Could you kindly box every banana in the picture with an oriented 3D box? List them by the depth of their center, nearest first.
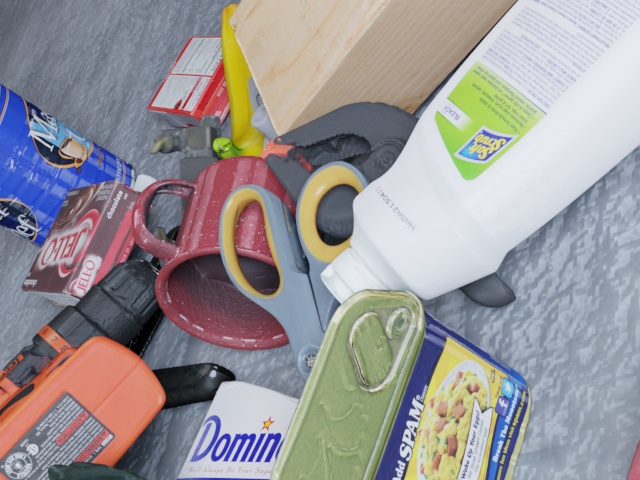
[{"bbox_3d":[-0.049,-0.094,0.741,0.037,0.069,0.198,-11,38,4],"label":"banana"}]

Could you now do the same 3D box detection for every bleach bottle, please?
[{"bbox_3d":[0.097,-0.063,0.485,0.251,0.068,0.103,-43,37,5],"label":"bleach bottle"}]

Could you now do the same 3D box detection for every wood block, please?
[{"bbox_3d":[0.045,-0.151,0.566,0.206,0.090,0.090,-47,59,47],"label":"wood block"}]

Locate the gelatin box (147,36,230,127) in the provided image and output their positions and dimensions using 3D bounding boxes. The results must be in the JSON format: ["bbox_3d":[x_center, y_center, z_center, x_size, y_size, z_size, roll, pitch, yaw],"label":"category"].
[{"bbox_3d":[-0.093,-0.126,0.857,0.089,0.030,0.073,16,75,56],"label":"gelatin box"}]

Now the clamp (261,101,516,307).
[{"bbox_3d":[0.049,-0.042,0.558,0.172,0.039,0.120,21,70,34],"label":"clamp"}]

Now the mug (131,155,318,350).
[{"bbox_3d":[-0.054,0.001,0.624,0.093,0.117,0.081,126,159,-46],"label":"mug"}]

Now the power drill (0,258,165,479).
[{"bbox_3d":[-0.144,0.086,0.615,0.184,0.057,0.188,-50,14,-12],"label":"power drill"}]

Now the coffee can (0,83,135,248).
[{"bbox_3d":[-0.241,-0.055,0.887,0.103,0.140,0.103,-33,39,32],"label":"coffee can"}]

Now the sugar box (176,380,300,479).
[{"bbox_3d":[-0.048,0.161,0.537,0.094,0.048,0.176,3,67,51],"label":"sugar box"}]

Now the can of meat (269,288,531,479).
[{"bbox_3d":[0.038,0.084,0.455,0.058,0.083,0.102,-2,61,52],"label":"can of meat"}]

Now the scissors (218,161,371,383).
[{"bbox_3d":[0.011,0.043,0.513,0.096,0.016,0.202,-36,59,12],"label":"scissors"}]

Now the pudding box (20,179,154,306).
[{"bbox_3d":[-0.176,0.005,0.801,0.114,0.039,0.090,-5,58,61],"label":"pudding box"}]

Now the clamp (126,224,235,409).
[{"bbox_3d":[-0.143,0.090,0.731,0.210,0.036,0.164,-38,36,21],"label":"clamp"}]
